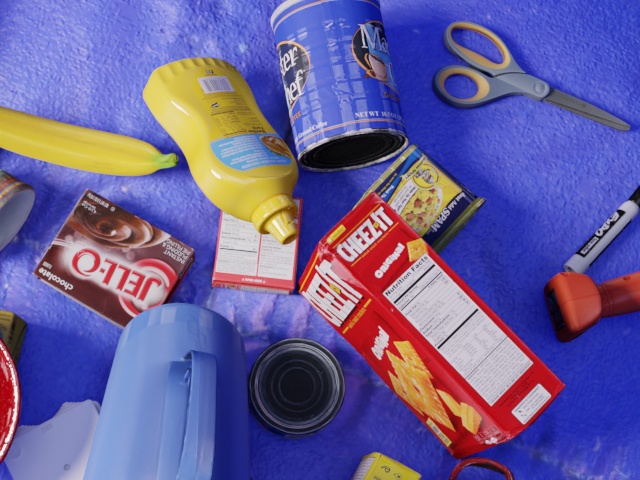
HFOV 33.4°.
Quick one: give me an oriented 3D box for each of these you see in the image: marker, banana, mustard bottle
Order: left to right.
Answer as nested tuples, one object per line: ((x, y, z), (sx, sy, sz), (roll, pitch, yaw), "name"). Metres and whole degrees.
((-0.224, -0.090, 0.943), (0.197, 0.070, 0.037), (11, 70, -9), "banana")
((-0.073, -0.075, 0.937), (0.096, 0.058, 0.192), (-11, 58, -43), "mustard bottle")
((0.275, -0.011, 1.006), (0.020, 0.020, 0.121), (45, 75, 6), "marker")

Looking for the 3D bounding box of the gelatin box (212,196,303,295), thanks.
((-0.056, 0.001, 0.961), (0.073, 0.030, 0.089), (6, 73, -4), "gelatin box")

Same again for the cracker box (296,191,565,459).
((0.080, 0.079, 0.886), (0.072, 0.164, 0.214), (-43, 84, -17), "cracker box")

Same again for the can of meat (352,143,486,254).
((0.085, -0.025, 0.970), (0.084, 0.057, 0.102), (42, 74, 8), "can of meat")

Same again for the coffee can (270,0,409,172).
((0.017, -0.145, 0.970), (0.102, 0.103, 0.140), (-9, 77, -9), "coffee can")

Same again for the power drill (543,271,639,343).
((0.296, 0.037, 0.921), (0.187, 0.184, 0.057), (-12, 76, 0), "power drill")

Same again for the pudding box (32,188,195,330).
((-0.180, 0.022, 0.937), (0.113, 0.039, 0.090), (29, 75, 2), "pudding box")

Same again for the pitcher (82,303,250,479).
((-0.110, 0.155, 0.806), (0.149, 0.145, 0.243), (-23, 35, 16), "pitcher")

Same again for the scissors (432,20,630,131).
((0.194, -0.136, 1.033), (0.202, 0.016, 0.096), (38, 76, 4), "scissors")

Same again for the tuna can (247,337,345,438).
((-0.022, 0.128, 0.929), (0.086, 0.034, 0.086), (2, 75, -6), "tuna can")
